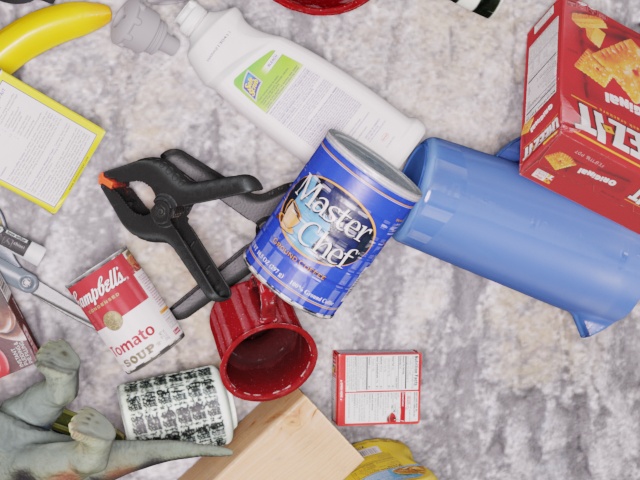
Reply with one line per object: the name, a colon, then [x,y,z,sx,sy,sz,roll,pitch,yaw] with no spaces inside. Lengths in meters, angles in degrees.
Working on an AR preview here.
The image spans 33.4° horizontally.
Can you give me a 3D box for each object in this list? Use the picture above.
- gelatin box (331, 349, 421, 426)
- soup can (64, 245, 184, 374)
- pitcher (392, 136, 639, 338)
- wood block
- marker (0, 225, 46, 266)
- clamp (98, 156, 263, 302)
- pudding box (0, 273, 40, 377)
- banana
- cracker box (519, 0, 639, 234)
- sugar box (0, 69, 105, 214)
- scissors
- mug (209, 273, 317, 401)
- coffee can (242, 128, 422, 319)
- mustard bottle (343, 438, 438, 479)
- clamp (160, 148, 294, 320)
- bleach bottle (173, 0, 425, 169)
gelatin box: [0.057,0.147,1.075,0.089,0.030,0.073,0,93,-12]
soup can: [-0.182,0.065,0.997,0.068,0.068,0.102,-34,96,-7]
pitcher: [0.199,-0.023,1.047,0.242,0.149,0.145,19,129,-9]
wood block: [-0.071,0.240,1.026,0.206,0.090,0.091,-43,101,-6]
marker: [-0.309,-0.013,0.977,0.121,0.020,0.020,29,88,-12]
clamp: [-0.133,-0.017,0.978,0.172,0.039,0.120,17,99,30]
pudding box: [-0.322,0.077,0.977,0.090,0.039,0.113,-23,105,-3]
banana: [-0.281,-0.162,0.983,0.198,0.037,0.069,-48,124,-3]
cracker box: [0.280,-0.121,1.020,0.164,0.072,0.213,24,47,-13]
sugar box: [-0.291,-0.104,0.949,0.176,0.048,0.093,32,88,-31]
scissors: [-0.277,0.019,1.005,0.201,0.016,0.096,17,91,-12]
mug: [-0.058,0.081,1.001,0.093,0.081,0.117,-8,126,-15]
coffee can: [0.010,-0.015,0.965,0.102,0.103,0.140,33,103,-12]
mustard bottle: [0.062,0.240,1.000,0.096,0.192,0.058,-15,97,-10]
clamp: [-0.057,0.001,1.037,0.209,0.036,0.164,5,98,-11]
bleach bottle: [-0.027,-0.147,1.020,0.250,0.068,0.102,37,88,-10]
